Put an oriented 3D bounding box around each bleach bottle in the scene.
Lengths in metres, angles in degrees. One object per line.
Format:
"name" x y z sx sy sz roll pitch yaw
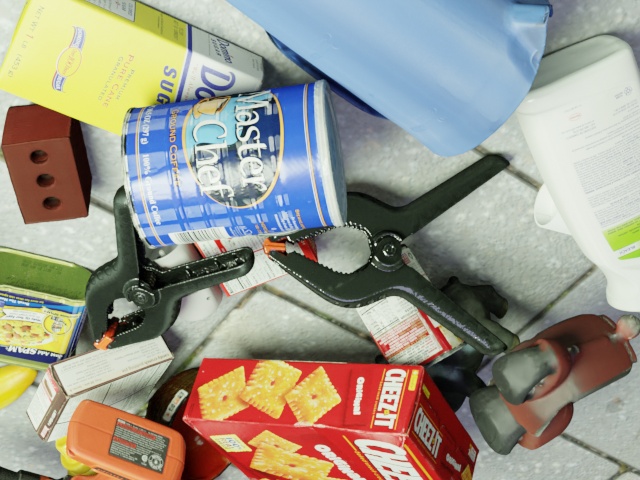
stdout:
"bleach bottle" 0.231 -0.030 0.851 0.102 0.068 0.251 -24 115 3

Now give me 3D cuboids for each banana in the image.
"banana" -0.361 0.146 0.993 0.197 0.037 0.070 -2 131 -5

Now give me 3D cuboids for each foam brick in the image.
"foam brick" -0.210 -0.060 0.827 0.053 0.051 0.078 -6 130 -1

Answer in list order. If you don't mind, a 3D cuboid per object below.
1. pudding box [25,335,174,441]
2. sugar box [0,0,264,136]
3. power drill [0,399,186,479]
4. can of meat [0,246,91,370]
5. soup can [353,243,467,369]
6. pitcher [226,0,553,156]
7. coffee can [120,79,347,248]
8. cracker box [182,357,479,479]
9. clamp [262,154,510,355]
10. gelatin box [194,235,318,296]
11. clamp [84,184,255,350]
"pudding box" -0.196 0.128 0.950 0.113 0.039 0.090 -20 156 -40
"sugar box" -0.138 -0.124 0.787 0.176 0.048 0.093 21 124 -20
"power drill" -0.215 0.208 0.932 0.184 0.057 0.188 23 138 -21
"can of meat" -0.252 0.060 0.920 0.102 0.057 0.084 14 124 -18
"soup can" 0.071 0.063 0.917 0.069 0.068 0.102 -34 82 20
"pitcher" 0.022 -0.166 0.726 0.242 0.145 0.149 30 109 -22
"coffee can" -0.058 -0.053 0.752 0.140 0.103 0.103 -7 130 7
"cracker box" 0.012 0.173 0.943 0.214 0.072 0.164 0 146 28
"clamp" 0.060 -0.001 0.872 0.210 0.036 0.164 9 84 -4
"gelatin box" -0.056 0.001 0.909 0.089 0.030 0.073 -20 130 9
"clamp" -0.131 0.036 0.866 0.120 0.039 0.172 27 131 -5
